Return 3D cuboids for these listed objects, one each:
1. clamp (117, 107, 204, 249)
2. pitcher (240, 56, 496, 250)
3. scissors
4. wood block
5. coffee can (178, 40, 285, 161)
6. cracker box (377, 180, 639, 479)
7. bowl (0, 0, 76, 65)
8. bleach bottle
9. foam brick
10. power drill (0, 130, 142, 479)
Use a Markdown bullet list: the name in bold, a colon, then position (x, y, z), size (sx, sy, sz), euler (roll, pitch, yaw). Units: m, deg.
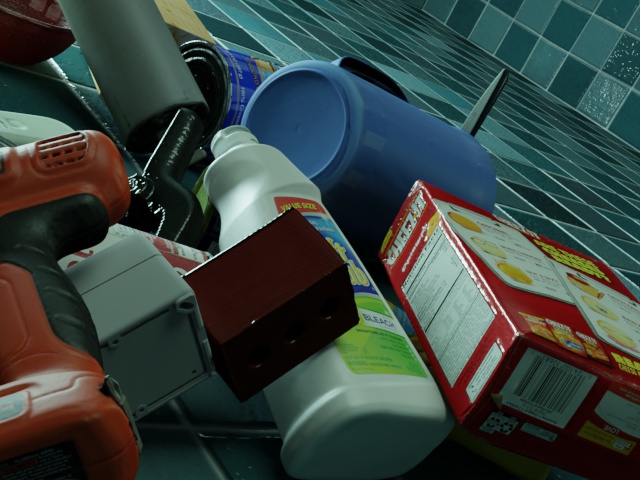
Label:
- **clamp**: position (-0.113, -0.029, 0.698), size (0.172, 0.120, 0.039), euler (52, -12, 44)
- **pitcher**: position (0.038, -0.071, 0.877), size (0.149, 0.145, 0.242), euler (30, 5, 31)
- **scissors**: position (0.125, -0.056, 0.980), size (0.016, 0.202, 0.096), euler (-3, 58, -45)
- **wood block**: position (-0.180, -0.205, 1.076), size (0.090, 0.091, 0.206), euler (19, 20, -28)
- **coffee can**: position (-0.069, -0.119, 0.983), size (0.140, 0.103, 0.103), euler (7, 28, -48)
- **cracker box**: position (0.137, 0.059, 0.658), size (0.164, 0.072, 0.214), euler (23, 19, -19)
- **bowl**: position (-0.291, -0.204, 0.966), size (0.162, 0.055, 0.162), euler (25, 18, -9)
- **bleach bottle**: position (-0.017, 0.021, 0.638), size (0.102, 0.068, 0.251), euler (13, 38, -43)
- **foam brick**: position (-0.027, 0.032, 0.541), size (0.051, 0.078, 0.053), euler (43, -21, 38)
- **power drill**: position (-0.156, 0.034, 0.426), size (0.184, 0.057, 0.188), euler (-18, 45, -8)
